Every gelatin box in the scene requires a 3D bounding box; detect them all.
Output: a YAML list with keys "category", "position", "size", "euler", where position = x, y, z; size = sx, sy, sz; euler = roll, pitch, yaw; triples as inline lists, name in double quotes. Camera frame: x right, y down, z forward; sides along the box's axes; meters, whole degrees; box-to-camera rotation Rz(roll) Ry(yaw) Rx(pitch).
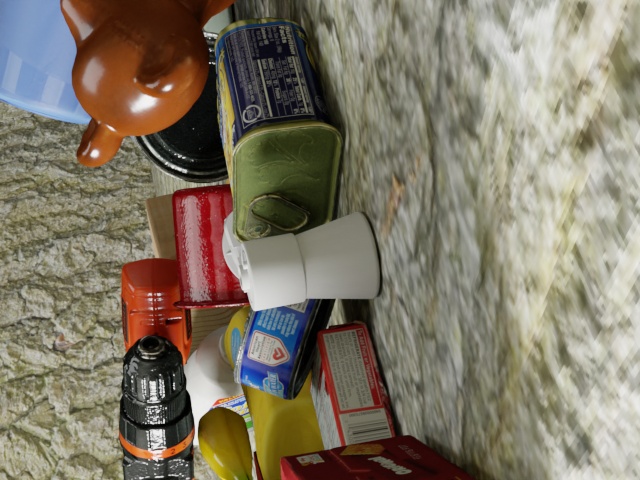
- category: "gelatin box"
  position: [0.018, 0.099, 0.570]
  size: [0.073, 0.030, 0.089]
  euler: [95, 164, -57]

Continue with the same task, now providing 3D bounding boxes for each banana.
- category: "banana"
  position: [-0.071, 0.158, 0.795]
  size: [0.198, 0.037, 0.069]
  euler: [129, 133, -81]

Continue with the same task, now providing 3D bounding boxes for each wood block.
- category: "wood block"
  position: [-0.118, 0.027, 1.081]
  size: [0.206, 0.090, 0.091]
  euler: [-122, 24, -63]

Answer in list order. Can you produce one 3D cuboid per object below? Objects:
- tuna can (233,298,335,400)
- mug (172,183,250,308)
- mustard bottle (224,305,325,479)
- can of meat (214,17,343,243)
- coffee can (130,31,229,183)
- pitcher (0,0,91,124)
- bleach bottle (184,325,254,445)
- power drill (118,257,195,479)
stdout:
- category: "tuna can"
  position: [-0.016, 0.043, 0.585]
  size: [0.086, 0.034, 0.086]
  euler: [20, -91, -83]
- category: "mug"
  position: [-0.055, 0.001, 0.756]
  size: [0.117, 0.093, 0.081]
  euler: [-8, -86, -64]
- category: "mustard bottle"
  position: [-0.032, 0.099, 0.768]
  size: [0.192, 0.058, 0.096]
  euler: [-118, 15, -60]
- category: "can of meat"
  position: [-0.027, -0.060, 0.590]
  size: [0.102, 0.057, 0.084]
  euler: [96, 164, -55]
- category: "coffee can"
  position: [-0.093, -0.099, 0.785]
  size: [0.140, 0.102, 0.103]
  euler: [-144, 45, -75]
- category: "pitcher"
  position: [-0.183, -0.220, 0.796]
  size: [0.149, 0.145, 0.243]
  euler: [-112, 41, -75]
- category: "bleach bottle"
  position: [-0.086, 0.126, 0.962]
  size: [0.251, 0.102, 0.068]
  euler: [107, 150, -69]
- category: "power drill"
  position: [-0.123, 0.098, 0.795]
  size: [0.187, 0.057, 0.184]
  euler: [-100, 12, -52]
